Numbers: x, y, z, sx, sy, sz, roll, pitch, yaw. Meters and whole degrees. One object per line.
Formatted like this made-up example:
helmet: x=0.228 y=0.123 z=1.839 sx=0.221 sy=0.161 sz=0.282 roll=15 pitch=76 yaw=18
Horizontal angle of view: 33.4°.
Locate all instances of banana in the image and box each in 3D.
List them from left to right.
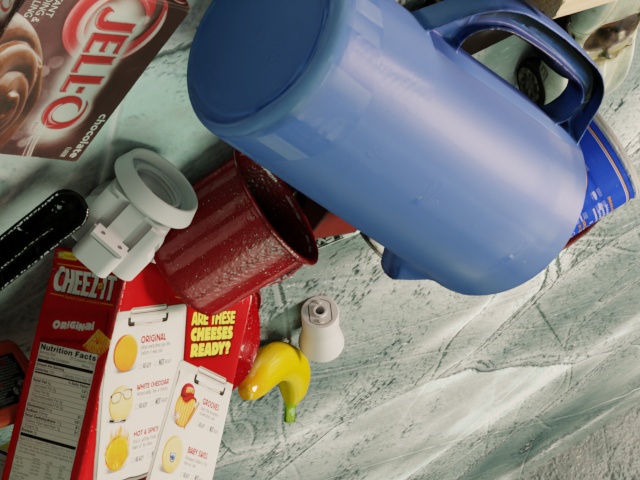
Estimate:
banana: x=-0.038 y=0.129 z=1.015 sx=0.037 sy=0.069 sz=0.197 roll=-1 pitch=164 yaw=12

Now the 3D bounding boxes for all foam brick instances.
foam brick: x=0.013 y=-0.045 z=0.751 sx=0.051 sy=0.053 sz=0.078 roll=-8 pitch=147 yaw=-42

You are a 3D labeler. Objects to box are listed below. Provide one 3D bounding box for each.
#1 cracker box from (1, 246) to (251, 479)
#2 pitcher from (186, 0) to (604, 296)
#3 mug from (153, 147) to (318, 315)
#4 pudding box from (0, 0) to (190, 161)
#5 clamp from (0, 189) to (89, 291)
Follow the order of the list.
cracker box: x=-0.135 y=0.124 z=0.736 sx=0.072 sy=0.213 sz=0.164 roll=8 pitch=172 yaw=26
pitcher: x=0.049 y=-0.071 z=0.611 sx=0.145 sy=0.149 sz=0.242 roll=5 pitch=164 yaw=42
mug: x=-0.055 y=0.001 z=0.713 sx=0.081 sy=0.093 sz=0.117 roll=-32 pitch=147 yaw=14
pudding box: x=-0.130 y=-0.090 z=0.512 sx=0.114 sy=0.039 sz=0.089 roll=-44 pitch=153 yaw=28
clamp: x=-0.236 y=0.055 z=0.606 sx=0.210 sy=0.036 sz=0.164 roll=-33 pitch=-172 yaw=36
